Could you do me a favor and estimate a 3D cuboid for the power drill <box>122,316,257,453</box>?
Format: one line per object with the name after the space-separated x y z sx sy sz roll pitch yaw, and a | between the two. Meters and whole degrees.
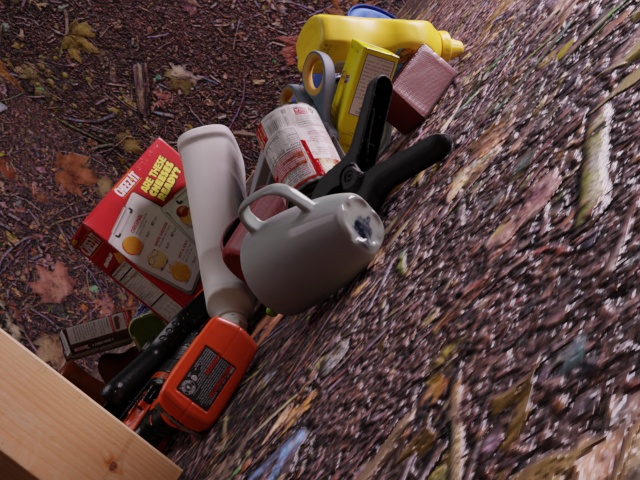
-0.126 0.138 1.020 0.184 0.057 0.188 -60 9 -33 | power drill

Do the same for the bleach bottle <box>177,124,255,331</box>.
-0.110 -0.005 1.188 0.068 0.102 0.251 -14 53 5 | bleach bottle

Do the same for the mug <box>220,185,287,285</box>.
-0.057 0.001 1.102 0.117 0.093 0.081 13 61 37 | mug

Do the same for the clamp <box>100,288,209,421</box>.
-0.183 0.134 1.162 0.209 0.036 0.165 -49 -2 -39 | clamp

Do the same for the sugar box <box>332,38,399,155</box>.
0.031 -0.122 1.137 0.093 0.048 0.176 -109 38 -74 | sugar box

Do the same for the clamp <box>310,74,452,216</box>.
0.036 -0.062 0.946 0.172 0.039 0.120 -47 40 22 | clamp

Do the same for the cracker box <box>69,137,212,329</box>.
-0.167 0.007 1.287 0.072 0.213 0.164 -41 12 51 | cracker box

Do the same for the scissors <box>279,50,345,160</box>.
0.012 -0.127 1.086 0.202 0.016 0.096 45 120 50 | scissors

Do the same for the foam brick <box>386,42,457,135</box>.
0.103 -0.165 1.170 0.078 0.051 0.053 -54 8 -27 | foam brick

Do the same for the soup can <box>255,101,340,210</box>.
-0.018 -0.078 1.048 0.069 0.068 0.102 -46 52 31 | soup can

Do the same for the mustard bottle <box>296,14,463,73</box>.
0.075 -0.222 1.227 0.096 0.191 0.058 142 125 -67 | mustard bottle

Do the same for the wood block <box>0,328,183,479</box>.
-0.231 0.173 0.878 0.090 0.206 0.090 -43 10 45 | wood block

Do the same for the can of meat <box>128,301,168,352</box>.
-0.191 0.117 1.326 0.057 0.102 0.084 -24 16 12 | can of meat

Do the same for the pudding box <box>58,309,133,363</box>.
-0.285 0.123 1.365 0.090 0.039 0.114 -17 -5 -18 | pudding box
